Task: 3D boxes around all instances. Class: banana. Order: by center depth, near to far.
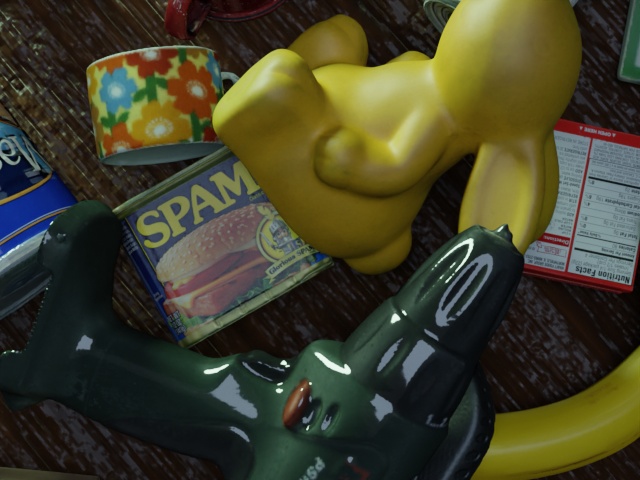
[{"bbox_3d":[0.119,0.097,0.589,0.197,0.037,0.070,-20,58,-4],"label":"banana"}]

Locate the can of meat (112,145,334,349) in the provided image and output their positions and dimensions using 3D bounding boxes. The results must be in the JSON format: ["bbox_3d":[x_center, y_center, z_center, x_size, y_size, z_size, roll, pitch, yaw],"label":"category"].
[{"bbox_3d":[-0.054,0.001,0.586,0.102,0.057,0.084,-30,88,-2],"label":"can of meat"}]

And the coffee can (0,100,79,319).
[{"bbox_3d":[-0.200,-0.031,0.566,0.103,0.103,0.140,-38,86,-2],"label":"coffee can"}]
